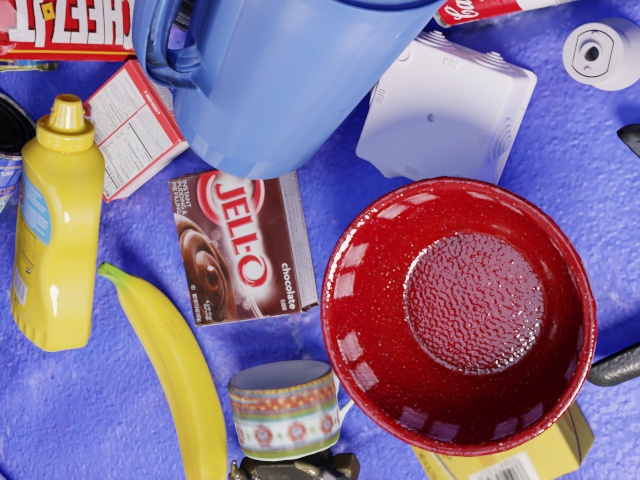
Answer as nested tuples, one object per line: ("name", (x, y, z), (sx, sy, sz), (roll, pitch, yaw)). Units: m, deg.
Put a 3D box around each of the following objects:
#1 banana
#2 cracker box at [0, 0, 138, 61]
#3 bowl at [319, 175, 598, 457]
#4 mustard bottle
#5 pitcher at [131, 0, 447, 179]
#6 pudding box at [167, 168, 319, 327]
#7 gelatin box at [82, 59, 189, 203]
("banana", (-0.110, 0.105, 0.796), (0.037, 0.069, 0.198), (-33, 78, 31))
("cracker box", (-0.187, -0.231, 0.728), (0.072, 0.164, 0.214), (10, 103, 26))
("bowl", (0.083, 0.041, 0.627), (0.162, 0.055, 0.162), (3, 97, 22))
("mustard bottle", (-0.196, -0.019, 0.797), (0.096, 0.058, 0.192), (50, 136, 47))
("pitcher", (-0.024, -0.127, 0.622), (0.149, 0.145, 0.243), (25, 153, -8))
("pudding box", (-0.055, 0.001, 0.772), (0.090, 0.039, 0.113), (-9, 94, 27))
("gelatin box", (-0.145, -0.082, 0.807), (0.089, 0.030, 0.073), (-36, 83, 28))
